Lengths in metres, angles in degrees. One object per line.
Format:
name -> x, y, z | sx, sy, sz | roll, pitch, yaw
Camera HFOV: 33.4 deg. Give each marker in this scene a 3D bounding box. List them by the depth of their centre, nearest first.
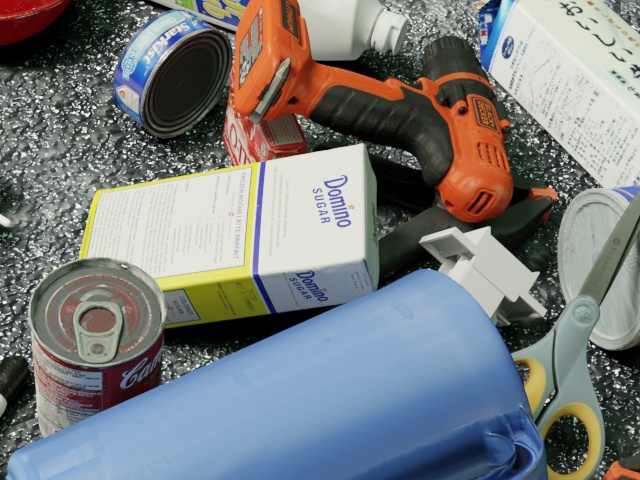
marker -> -0.192, 0.109, 0.572 | 0.020, 0.020, 0.121 | 22, 49, 7

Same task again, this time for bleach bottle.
bleach bottle -> -0.052, -0.205, 0.817 | 0.251, 0.103, 0.068 | 23, 52, 10

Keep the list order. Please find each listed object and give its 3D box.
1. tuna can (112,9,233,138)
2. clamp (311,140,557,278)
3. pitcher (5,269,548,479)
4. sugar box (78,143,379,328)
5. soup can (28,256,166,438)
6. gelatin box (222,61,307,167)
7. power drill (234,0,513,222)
tuna can -> -0.102, -0.116, 0.742 | 0.034, 0.086, 0.086 | 37, 52, 22
clamp -> 0.077, -0.030, 0.735 | 0.171, 0.039, 0.120 | -7, 55, -25
pitcher -> -0.019, 0.115, 0.525 | 0.242, 0.149, 0.145 | -20, 68, -22
sugar box -> -0.054, 0.001, 0.637 | 0.176, 0.048, 0.093 | -7, 49, 11
soup can -> -0.118, 0.067, 0.568 | 0.068, 0.102, 0.068 | 6, 49, -7
gelatin box -> -0.039, -0.067, 0.719 | 0.030, 0.073, 0.089 | -8, 52, -19
power drill -> 0.038, -0.106, 0.707 | 0.187, 0.057, 0.184 | 19, 37, -18
